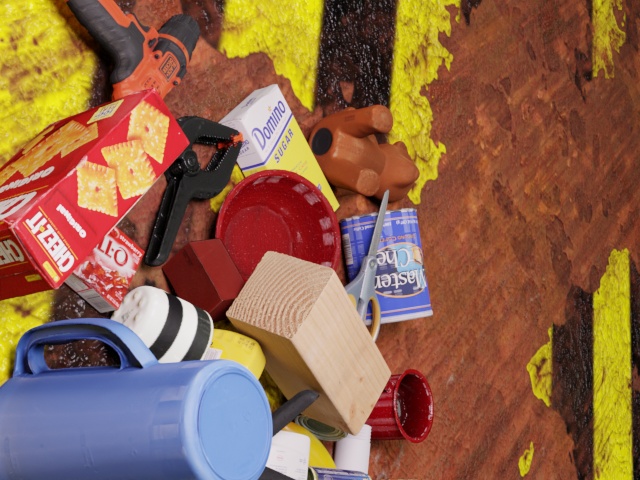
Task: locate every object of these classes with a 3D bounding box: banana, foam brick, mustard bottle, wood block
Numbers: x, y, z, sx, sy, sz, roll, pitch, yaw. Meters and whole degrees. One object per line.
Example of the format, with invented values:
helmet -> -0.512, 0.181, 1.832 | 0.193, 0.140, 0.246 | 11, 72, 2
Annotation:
banana -> 0.000, 0.297, 1.264 | 0.069, 0.037, 0.198 | -23, 100, -53
foam brick -> -0.120, 0.044, 1.133 | 0.051, 0.053, 0.078 | -6, 61, -54
mustard bottle -> -0.131, 0.178, 1.069 | 0.058, 0.096, 0.191 | 72, 32, -44
wood block -> -0.007, 0.114, 1.159 | 0.090, 0.091, 0.206 | -57, 142, -24

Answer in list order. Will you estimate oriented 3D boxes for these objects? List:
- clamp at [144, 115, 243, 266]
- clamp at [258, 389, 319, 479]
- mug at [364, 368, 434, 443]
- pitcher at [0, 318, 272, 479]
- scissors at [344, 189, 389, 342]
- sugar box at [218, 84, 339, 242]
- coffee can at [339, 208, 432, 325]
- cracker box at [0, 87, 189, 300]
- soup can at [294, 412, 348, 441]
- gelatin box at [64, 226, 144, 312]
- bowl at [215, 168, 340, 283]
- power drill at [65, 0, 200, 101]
clamp -> -0.151, -0.070, 1.154 | 0.209, 0.036, 0.164 | -24, 97, -52
clamp -> -0.070, 0.215, 1.108 | 0.171, 0.039, 0.120 | 3, 74, -12
mug -> 0.081, 0.206, 1.357 | 0.117, 0.082, 0.093 | 49, 46, -34
pitcher -> -0.166, 0.155, 0.905 | 0.149, 0.243, 0.145 | 48, 45, -37
scissors -> 0.046, 0.036, 1.306 | 0.096, 0.016, 0.202 | 1, 93, -42
sugar box -> -0.048, -0.090, 1.290 | 0.093, 0.048, 0.176 | -51, 122, -46
coffee can -> 0.085, 0.036, 1.388 | 0.102, 0.103, 0.140 | -4, 84, -53
cracker box -> -0.237, -0.037, 0.926 | 0.072, 0.164, 0.213 | 59, 41, -23
soup can -> 0.014, 0.181, 1.286 | 0.068, 0.069, 0.102 | 47, 47, -36
gelatin box -> -0.221, 0.016, 1.045 | 0.089, 0.030, 0.073 | 48, 47, -36
bowl -> -0.058, 0.002, 1.222 | 0.161, 0.055, 0.162 | 4, 82, -31
power drill -> -0.203, -0.238, 1.105 | 0.187, 0.057, 0.184 | 54, 32, -27
